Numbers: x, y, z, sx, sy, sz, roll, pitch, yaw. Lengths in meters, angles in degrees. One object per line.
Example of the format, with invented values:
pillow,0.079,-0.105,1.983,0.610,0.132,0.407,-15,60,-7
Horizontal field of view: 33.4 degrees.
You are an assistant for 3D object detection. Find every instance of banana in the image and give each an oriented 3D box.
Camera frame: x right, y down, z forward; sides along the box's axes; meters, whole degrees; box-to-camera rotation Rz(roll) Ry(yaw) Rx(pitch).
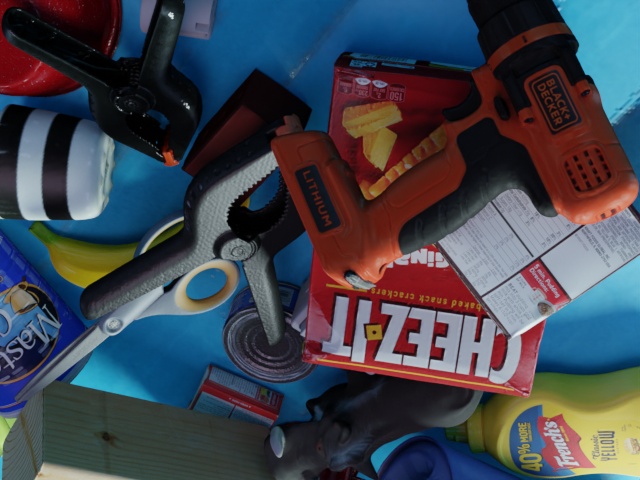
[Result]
banana,-0.140,0.005,0.849,0.198,0.037,0.069,-9,122,19

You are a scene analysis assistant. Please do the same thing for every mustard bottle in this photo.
mustard bottle,0.196,0.150,0.865,0.192,0.058,0.096,-5,124,16

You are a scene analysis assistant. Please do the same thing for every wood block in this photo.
wood block,-0.144,0.192,0.871,0.205,0.091,0.090,18,125,-27

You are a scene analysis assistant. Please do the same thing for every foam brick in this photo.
foam brick,-0.053,-0.073,0.763,0.051,0.053,0.078,37,124,-15

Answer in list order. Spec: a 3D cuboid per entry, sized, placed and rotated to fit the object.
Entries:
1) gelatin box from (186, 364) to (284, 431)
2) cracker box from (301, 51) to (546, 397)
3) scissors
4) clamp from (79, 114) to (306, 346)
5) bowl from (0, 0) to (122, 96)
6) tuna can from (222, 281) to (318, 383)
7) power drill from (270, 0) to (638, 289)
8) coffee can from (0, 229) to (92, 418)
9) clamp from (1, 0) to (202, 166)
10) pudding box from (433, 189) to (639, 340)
gelatin box,-0.083,0.160,0.954,0.073,0.030,0.089,24,127,-7
cracker box,0.079,-0.011,0.730,0.164,0.072,0.214,9,107,6
scissors,-0.139,0.064,0.818,0.096,0.016,0.202,30,104,-32
clamp,-0.055,0.001,0.761,0.164,0.036,0.210,17,127,-33
bowl,-0.223,-0.159,0.738,0.162,0.055,0.162,7,127,9
tuna can,-0.037,0.077,0.880,0.086,0.033,0.086,6,127,8
power drill,0.068,-0.068,0.631,0.188,0.057,0.184,-26,72,15
coffee can,-0.269,0.062,0.879,0.103,0.102,0.140,-23,118,26
clamp,-0.120,-0.111,0.723,0.120,0.039,0.171,-5,152,22
pudding box,0.136,-0.005,0.667,0.113,0.039,0.090,-37,101,10
